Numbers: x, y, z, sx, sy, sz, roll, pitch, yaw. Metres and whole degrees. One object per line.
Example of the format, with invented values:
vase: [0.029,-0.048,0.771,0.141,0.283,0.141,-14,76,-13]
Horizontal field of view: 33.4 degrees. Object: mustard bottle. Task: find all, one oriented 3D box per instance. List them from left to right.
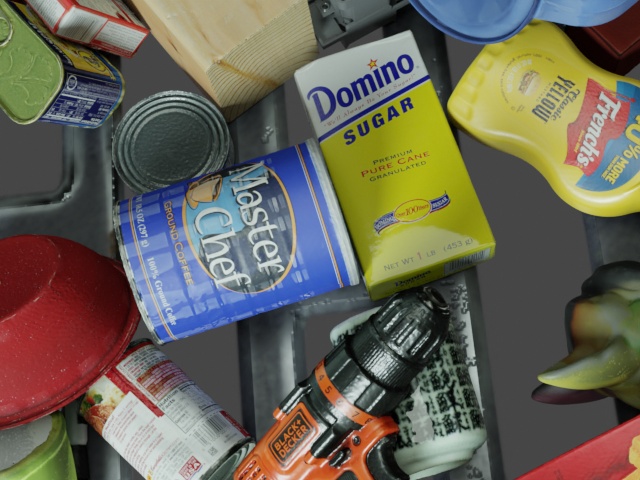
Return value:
mustard bottle: [0.189,-0.072,0.739,0.192,0.058,0.096,37,89,15]

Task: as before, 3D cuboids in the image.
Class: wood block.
wood block: [-0.102,-0.201,0.794,0.090,0.091,0.206,-38,73,-7]

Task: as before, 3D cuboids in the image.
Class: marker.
marker: [-0.170,0.109,0.734,0.020,0.020,0.121,-7,71,3]

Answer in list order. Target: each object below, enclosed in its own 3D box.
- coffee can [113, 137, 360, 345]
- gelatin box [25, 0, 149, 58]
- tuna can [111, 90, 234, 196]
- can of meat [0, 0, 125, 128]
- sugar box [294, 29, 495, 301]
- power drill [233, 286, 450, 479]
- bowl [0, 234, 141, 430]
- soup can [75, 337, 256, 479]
coffee can: [-0.055,0.001,0.715,0.140,0.103,0.103,-18,71,-1]
gelatin box: [-0.180,-0.174,0.791,0.073,0.089,0.030,48,109,22]
tuna can: [-0.106,-0.064,0.778,0.086,0.034,0.086,-2,72,5]
can of meat: [-0.203,-0.128,0.776,0.102,0.083,0.057,45,107,16]
sugar box: [0.050,-0.055,0.754,0.093,0.048,0.176,-19,72,-1]
power drill: [0.050,0.144,0.601,0.185,0.057,0.188,-52,58,23]
bowl: [-0.202,0.046,0.699,0.162,0.055,0.162,-13,39,10]
soup can: [-0.100,0.122,0.698,0.102,0.068,0.068,40,79,16]
